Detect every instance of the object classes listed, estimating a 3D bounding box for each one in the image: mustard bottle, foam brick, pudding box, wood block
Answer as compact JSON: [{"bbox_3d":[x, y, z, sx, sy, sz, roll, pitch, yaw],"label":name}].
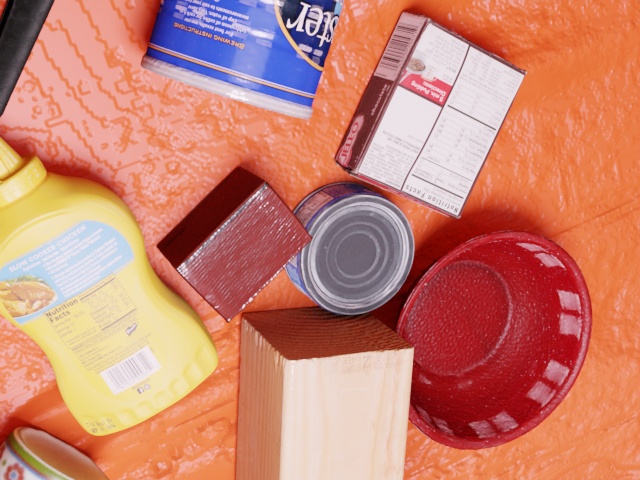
[{"bbox_3d":[-0.146,0.021,0.635,0.096,0.058,0.191,-29,115,0],"label":"mustard bottle"},{"bbox_3d":[-0.054,0.001,0.673,0.078,0.053,0.051,-45,117,-4],"label":"foam brick"},{"bbox_3d":[0.074,-0.082,0.711,0.089,0.039,0.113,22,98,-28],"label":"pudding box"},{"bbox_3d":[-0.002,0.156,0.720,0.090,0.091,0.206,-3,107,-23],"label":"wood block"}]

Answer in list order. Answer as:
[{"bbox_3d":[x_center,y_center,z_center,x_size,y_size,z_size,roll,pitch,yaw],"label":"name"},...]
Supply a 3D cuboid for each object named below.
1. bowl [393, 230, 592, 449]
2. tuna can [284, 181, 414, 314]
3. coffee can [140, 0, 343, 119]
[{"bbox_3d":[0.112,0.064,0.761,0.161,0.055,0.162,-7,108,-21],"label":"bowl"},{"bbox_3d":[0.019,0.006,0.716,0.086,0.034,0.086,-7,108,-21],"label":"tuna can"},{"bbox_3d":[-0.034,-0.151,0.607,0.102,0.103,0.140,13,100,-26],"label":"coffee can"}]
